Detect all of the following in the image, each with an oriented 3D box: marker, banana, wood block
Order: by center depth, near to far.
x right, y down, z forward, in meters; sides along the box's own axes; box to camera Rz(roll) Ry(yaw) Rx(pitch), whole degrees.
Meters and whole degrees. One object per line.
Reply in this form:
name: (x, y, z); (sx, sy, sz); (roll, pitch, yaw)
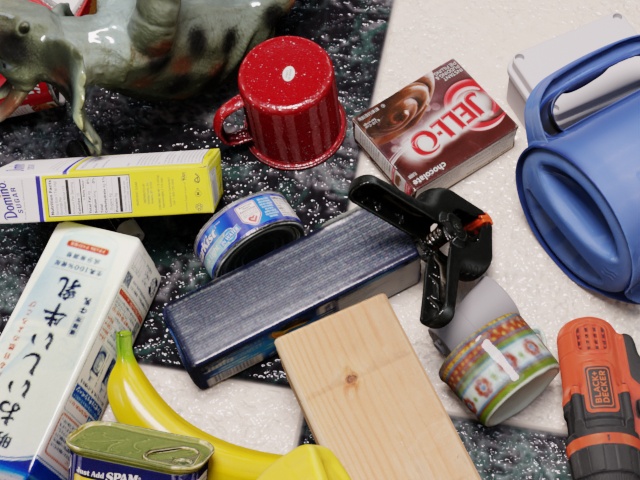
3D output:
wood block: (0.051, 0.155, 0.757); (0.090, 0.090, 0.206); (-23, 62, -6)
banana: (-0.090, 0.147, 0.794); (0.198, 0.037, 0.070); (32, 114, 13)
marker: (-0.190, -0.044, 0.928); (0.020, 0.020, 0.121); (-32, 64, -11)

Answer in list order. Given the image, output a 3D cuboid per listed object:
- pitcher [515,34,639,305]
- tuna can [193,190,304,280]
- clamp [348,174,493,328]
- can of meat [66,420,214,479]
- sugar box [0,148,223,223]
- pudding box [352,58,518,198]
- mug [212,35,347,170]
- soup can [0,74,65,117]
pitcher: (0.279, -0.079, 0.833); (0.242, 0.149, 0.145); (-31, 52, -14)
tuna can: (-0.056, 0.001, 0.853); (0.086, 0.086, 0.034); (-30, 65, -10)
clamp: (0.083, -0.009, 0.805); (0.039, 0.171, 0.120); (-28, 92, 26)
can of meat: (-0.131, 0.183, 0.760); (0.102, 0.057, 0.084); (8, 101, 12)
sugar box: (-0.171, -0.044, 0.862); (0.176, 0.093, 0.048); (-5, 102, 2)
pudding box: (0.097, -0.092, 0.913); (0.113, 0.039, 0.090); (-33, 64, -12)
mug: (-0.037, -0.117, 0.915); (0.117, 0.081, 0.093); (-20, 62, -5)
soup can: (-0.290, -0.144, 0.965); (0.102, 0.068, 0.068); (-12, 61, 0)
